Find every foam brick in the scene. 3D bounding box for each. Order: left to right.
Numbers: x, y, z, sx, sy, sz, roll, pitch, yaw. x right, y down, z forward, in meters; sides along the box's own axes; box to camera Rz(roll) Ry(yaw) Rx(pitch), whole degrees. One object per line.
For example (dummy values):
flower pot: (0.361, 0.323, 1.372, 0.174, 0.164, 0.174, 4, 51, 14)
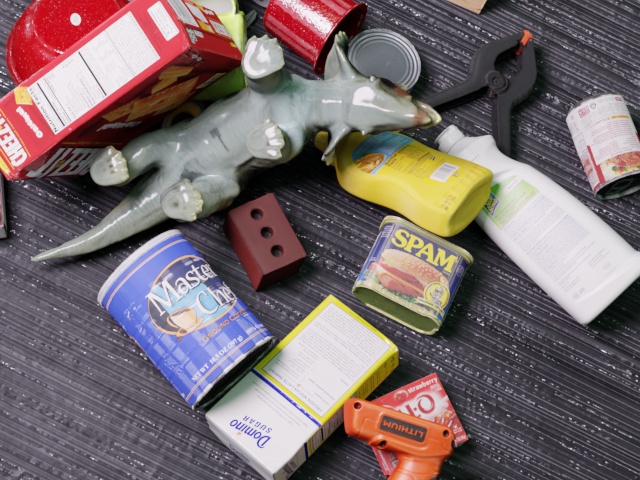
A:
foam brick: (-0.057, 0.001, 1.079, 0.053, 0.051, 0.078, -25, 74, -20)

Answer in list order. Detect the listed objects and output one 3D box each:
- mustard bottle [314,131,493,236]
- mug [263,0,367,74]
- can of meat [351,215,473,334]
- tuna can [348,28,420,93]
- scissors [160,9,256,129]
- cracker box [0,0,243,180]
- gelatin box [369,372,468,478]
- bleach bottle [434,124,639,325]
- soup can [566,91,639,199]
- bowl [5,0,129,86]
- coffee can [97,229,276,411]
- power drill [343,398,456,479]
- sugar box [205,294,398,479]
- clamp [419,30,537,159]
mustard bottle: (0.075, -0.073, 1.111, 0.192, 0.058, 0.096, 26, 47, 26)
mug: (-0.003, -0.247, 1.181, 0.081, 0.093, 0.117, 38, 35, 11)
can of meat: (0.092, 0.037, 1.091, 0.102, 0.057, 0.084, 27, 68, 1)
tuna can: (0.067, -0.192, 1.193, 0.086, 0.034, 0.086, 4, 67, -10)
scissors: (-0.121, -0.170, 1.158, 0.201, 0.016, 0.096, -35, 80, -22)
cracker box: (-0.191, -0.139, 0.999, 0.214, 0.164, 0.072, -34, 87, 13)
gelatin box: (0.088, 0.181, 1.044, 0.089, 0.030, 0.073, -20, 73, -18)
bleach bottle: (0.224, -0.032, 1.131, 0.102, 0.068, 0.251, -45, 79, 7)
soup can: (0.322, -0.105, 1.189, 0.068, 0.069, 0.102, -10, 69, -15)
bowl: (-0.252, -0.215, 1.120, 0.162, 0.055, 0.162, 2, 63, -5)
coffee can: (-0.126, 0.075, 1.006, 0.102, 0.103, 0.140, -39, 80, -23)
power drill: (0.034, 0.240, 0.950, 0.184, 0.057, 0.187, 17, 78, -5)
sugar box: (-0.015, 0.142, 1.022, 0.093, 0.048, 0.176, 37, 67, 26)
clamp: (0.200, -0.162, 1.206, 0.120, 0.039, 0.171, 43, 73, 1)
